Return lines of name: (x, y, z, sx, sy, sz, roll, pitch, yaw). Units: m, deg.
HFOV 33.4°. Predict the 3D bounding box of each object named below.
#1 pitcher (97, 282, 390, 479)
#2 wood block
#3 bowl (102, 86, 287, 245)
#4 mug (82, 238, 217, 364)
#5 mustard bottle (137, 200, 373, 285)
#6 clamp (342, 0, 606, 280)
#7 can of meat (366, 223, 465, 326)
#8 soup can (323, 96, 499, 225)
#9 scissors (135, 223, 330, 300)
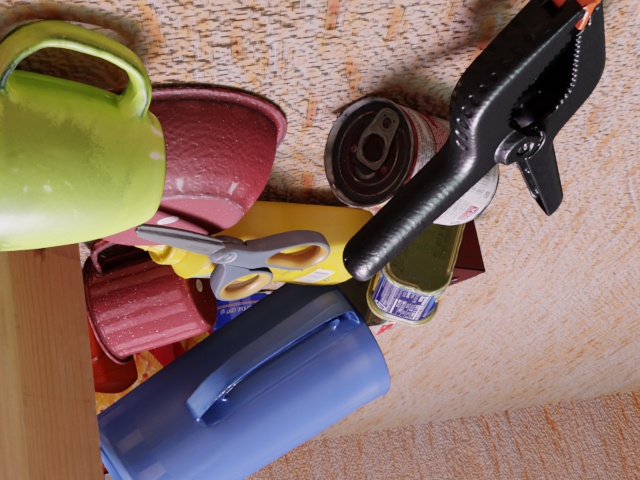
pitcher: (-0.069, 0.132, 0.907, 0.242, 0.149, 0.145, -32, -152, -18)
wood block: (-0.204, 0.064, 0.666, 0.090, 0.206, 0.090, -14, 164, 17)
bowl: (-0.096, -0.036, 0.655, 0.162, 0.055, 0.162, -9, 164, -3)
mug: (-0.138, 0.035, 0.850, 0.081, 0.093, 0.117, -17, 127, 10)
mustard bottle: (-0.055, 0.001, 0.801, 0.191, 0.058, 0.096, 4, 162, -39)
clamp: (0.095, -0.057, 0.594, 0.164, 0.036, 0.210, -23, 151, -22)
can of meat: (0.076, 0.005, 0.814, 0.057, 0.102, 0.084, 16, 161, 2)
soup can: (0.060, -0.048, 0.678, 0.069, 0.068, 0.102, -21, 161, 37)
scissors: (-0.072, 0.015, 0.701, 0.096, 0.016, 0.201, -36, 158, 33)
